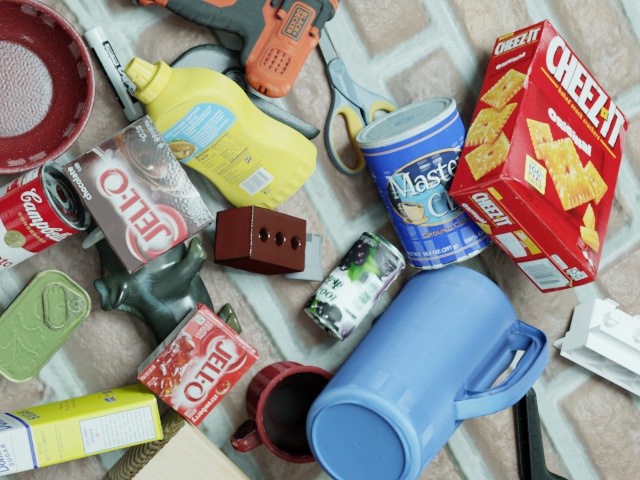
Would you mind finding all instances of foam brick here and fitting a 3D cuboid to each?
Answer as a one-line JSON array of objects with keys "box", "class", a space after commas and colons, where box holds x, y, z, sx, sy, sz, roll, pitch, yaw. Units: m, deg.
[{"box": [-0.057, 0.001, 1.020, 0.078, 0.051, 0.053, 14, 73, -48], "class": "foam brick"}]

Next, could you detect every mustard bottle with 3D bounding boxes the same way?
[{"box": [-0.101, -0.105, 0.989, 0.191, 0.096, 0.058, 37, 38, -27], "class": "mustard bottle"}]

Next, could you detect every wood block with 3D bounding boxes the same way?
[{"box": [-0.094, 0.266, 1.021, 0.090, 0.090, 0.206, -46, 103, -9], "class": "wood block"}]

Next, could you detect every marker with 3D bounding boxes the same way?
[{"box": [-0.189, -0.145, 1.016, 0.020, 0.020, 0.121, -28, 99, -13], "class": "marker"}]

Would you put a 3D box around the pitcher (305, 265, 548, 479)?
[{"box": [0.095, 0.127, 0.978, 0.145, 0.149, 0.242, 45, 36, 3], "class": "pitcher"}]

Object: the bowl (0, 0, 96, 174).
[{"box": [-0.288, -0.140, 0.969, 0.162, 0.055, 0.162, -1, 92, -16], "class": "bowl"}]

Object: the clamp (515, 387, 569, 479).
[{"box": [0.225, 0.264, 1.136, 0.210, 0.036, 0.164, 41, 82, -15], "class": "clamp"}]

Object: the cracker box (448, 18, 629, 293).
[{"box": [0.221, -0.083, 1.041, 0.164, 0.072, 0.213, 43, 52, -29], "class": "cracker box"}]

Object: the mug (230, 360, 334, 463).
[{"box": [-0.036, 0.169, 1.037, 0.117, 0.082, 0.093, -33, 100, -12], "class": "mug"}]

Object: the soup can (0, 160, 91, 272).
[{"box": [-0.267, -0.019, 0.955, 0.102, 0.068, 0.068, -26, 100, 14], "class": "soup can"}]

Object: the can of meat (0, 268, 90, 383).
[{"box": [-0.259, 0.074, 0.970, 0.057, 0.084, 0.102, 42, 81, -13], "class": "can of meat"}]

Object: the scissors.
[{"box": [0.035, -0.168, 1.079, 0.096, 0.016, 0.202, -9, 95, -17], "class": "scissors"}]

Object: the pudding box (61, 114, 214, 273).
[{"box": [-0.162, -0.040, 0.947, 0.090, 0.039, 0.113, -34, 93, -12], "class": "pudding box"}]

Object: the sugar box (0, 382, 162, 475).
[{"box": [-0.239, 0.173, 0.975, 0.176, 0.093, 0.048, -9, 94, -16], "class": "sugar box"}]

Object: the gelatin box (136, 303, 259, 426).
[{"box": [-0.112, 0.113, 0.976, 0.073, 0.030, 0.089, 42, 94, -14], "class": "gelatin box"}]

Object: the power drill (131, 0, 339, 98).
[{"box": [-0.073, -0.248, 1.004, 0.187, 0.057, 0.184, 27, 74, -2], "class": "power drill"}]

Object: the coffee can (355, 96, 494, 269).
[{"box": [0.108, -0.057, 1.048, 0.102, 0.103, 0.140, -28, 107, -13], "class": "coffee can"}]

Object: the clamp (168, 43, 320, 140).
[{"box": [-0.078, -0.143, 1.037, 0.171, 0.039, 0.120, -15, 91, -10], "class": "clamp"}]
